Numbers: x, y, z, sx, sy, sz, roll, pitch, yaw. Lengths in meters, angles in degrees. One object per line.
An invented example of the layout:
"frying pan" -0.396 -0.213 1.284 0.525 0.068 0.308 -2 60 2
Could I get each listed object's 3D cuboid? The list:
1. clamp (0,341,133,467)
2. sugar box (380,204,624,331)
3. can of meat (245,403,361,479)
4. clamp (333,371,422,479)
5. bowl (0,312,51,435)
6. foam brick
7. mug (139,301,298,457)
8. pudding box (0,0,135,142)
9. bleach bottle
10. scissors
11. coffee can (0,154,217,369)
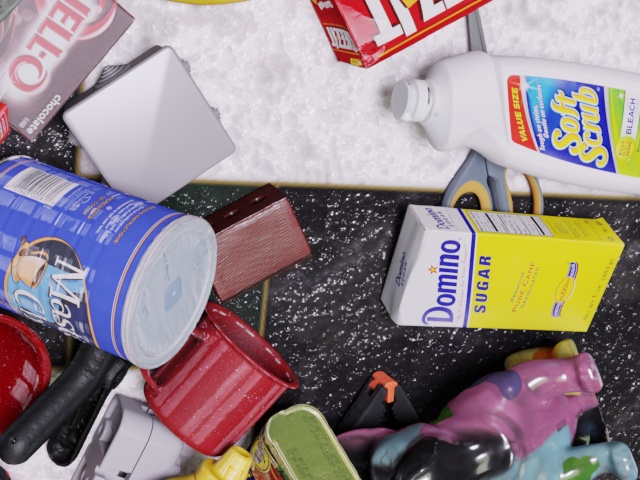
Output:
"clamp" -0.162 0.097 0.778 0.039 0.120 0.171 37 74 6
"sugar box" 0.145 0.025 0.855 0.176 0.048 0.093 1 123 -20
"can of meat" -0.016 0.187 0.815 0.057 0.102 0.084 -17 154 -35
"clamp" 0.037 0.215 0.889 0.164 0.036 0.210 -9 106 -21
"bowl" -0.270 0.089 0.729 0.162 0.055 0.162 -19 139 -18
"foam brick" -0.055 0.001 0.793 0.078 0.053 0.051 -29 112 -9
"mug" -0.084 0.101 0.790 0.081 0.093 0.117 -48 131 5
"pudding box" -0.195 -0.138 0.717 0.090 0.039 0.113 40 91 -23
"bleach bottle" 0.170 -0.088 0.820 0.250 0.068 0.102 3 100 -23
"scissors" 0.118 -0.080 0.844 0.096 0.016 0.201 -30 112 -8
"coffee can" -0.154 0.012 0.703 0.140 0.102 0.103 19 101 19
